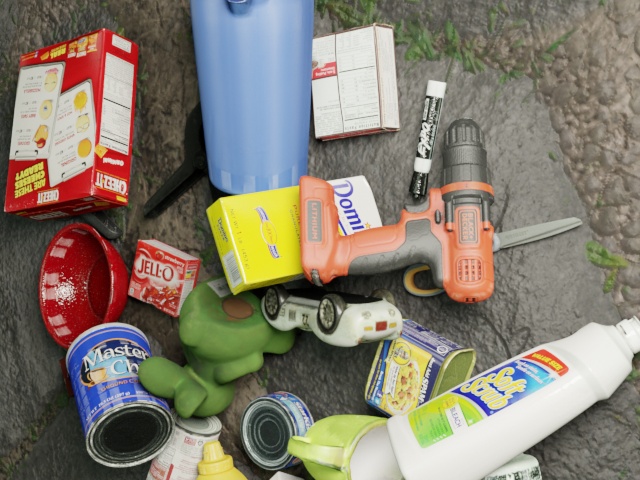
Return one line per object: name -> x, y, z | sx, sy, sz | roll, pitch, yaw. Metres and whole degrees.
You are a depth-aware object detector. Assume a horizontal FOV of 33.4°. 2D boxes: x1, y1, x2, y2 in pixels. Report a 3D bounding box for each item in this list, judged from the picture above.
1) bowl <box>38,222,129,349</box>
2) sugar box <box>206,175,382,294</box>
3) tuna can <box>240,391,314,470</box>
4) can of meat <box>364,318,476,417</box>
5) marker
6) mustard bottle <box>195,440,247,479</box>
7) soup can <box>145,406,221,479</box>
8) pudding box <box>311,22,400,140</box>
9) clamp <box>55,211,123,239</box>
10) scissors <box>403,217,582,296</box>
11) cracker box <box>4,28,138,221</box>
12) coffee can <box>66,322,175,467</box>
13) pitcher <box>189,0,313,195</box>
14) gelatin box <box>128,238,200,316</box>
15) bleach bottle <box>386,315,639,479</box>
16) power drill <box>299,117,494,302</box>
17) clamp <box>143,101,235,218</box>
bowl -> -0.294, 0.059, 1.367 | 0.162, 0.055, 0.162 | -4, 84, 42
sugar box -> -0.020, -0.008, 1.092 | 0.048, 0.175, 0.093 | -34, 71, 60
tuna can -> -0.050, 0.217, 1.213 | 0.086, 0.033, 0.086 | 2, 93, 37
can of meat -> 0.099, 0.140, 1.085 | 0.084, 0.057, 0.102 | 27, 107, 35
marker -> 0.109, -0.102, 1.089 | 0.020, 0.020, 0.121 | 16, 102, 35
mustard bottle -> -0.109, 0.327, 1.236 | 0.096, 0.058, 0.191 | -10, 92, 46
soup can -> -0.164, 0.258, 1.279 | 0.069, 0.068, 0.102 | 29, 109, 32
pudding box -> 0.035, -0.166, 1.130 | 0.090, 0.039, 0.113 | -4, 92, 37
clamp -> -0.317, -0.074, 1.397 | 0.172, 0.039, 0.120 | 12, 91, 31
scissors -> 0.156, -0.012, 1.061 | 0.202, 0.016, 0.096 | -33, 73, 33
cracker box -> -0.311, -0.141, 1.342 | 0.164, 0.072, 0.213 | -8, 75, 36
coffee can -> -0.237, 0.180, 1.254 | 0.103, 0.102, 0.140 | -59, 36, 23
pitcher -> -0.067, -0.178, 1.133 | 0.145, 0.149, 0.243 | 26, 126, 45
gelatin box -> -0.194, 0.045, 1.314 | 0.089, 0.030, 0.073 | 22, 104, 34
bleach bottle -> 0.185, 0.144, 0.983 | 0.251, 0.102, 0.068 | -33, 112, 8
power drill -> 0.074, -0.029, 1.034 | 0.188, 0.057, 0.184 | -3, 71, 8
clamp -> -0.123, -0.084, 1.251 | 0.165, 0.036, 0.210 | 34, 111, 31
